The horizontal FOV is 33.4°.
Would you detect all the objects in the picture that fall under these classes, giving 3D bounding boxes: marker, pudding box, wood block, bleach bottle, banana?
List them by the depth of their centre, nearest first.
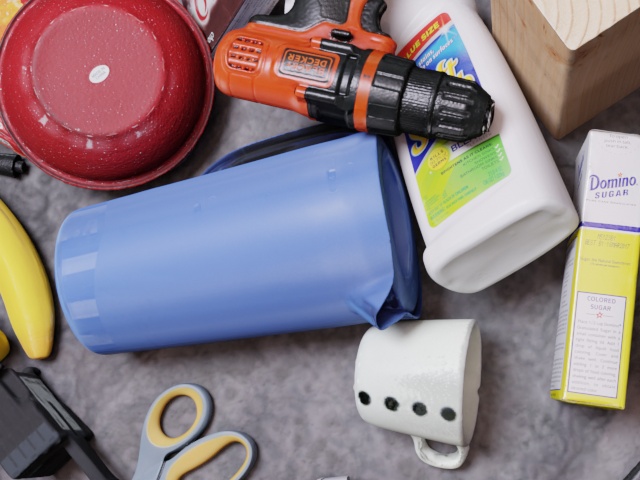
[{"bbox_3d":[0.168,-0.147,0.686,0.091,0.206,0.090,-32,77,4],"label":"wood block"},{"bbox_3d":[0.086,-0.094,0.740,0.103,0.068,0.251,-34,54,23],"label":"bleach bottle"},{"bbox_3d":[-0.069,-0.197,0.786,0.039,0.114,0.090,-13,76,-25],"label":"pudding box"},{"bbox_3d":[-0.260,0.004,0.830,0.198,0.037,0.070,43,108,15],"label":"banana"},{"bbox_3d":[-0.292,-0.067,0.852,0.121,0.020,0.020,9,83,11],"label":"marker"}]

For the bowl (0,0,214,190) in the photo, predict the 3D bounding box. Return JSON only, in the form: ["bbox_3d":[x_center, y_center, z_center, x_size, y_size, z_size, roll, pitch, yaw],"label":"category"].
[{"bbox_3d":[-0.156,-0.117,0.761,0.162,0.055,0.162,0,90,-6],"label":"bowl"}]

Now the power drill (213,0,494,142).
[{"bbox_3d":[0.038,-0.161,0.690,0.184,0.057,0.187,14,78,13],"label":"power drill"}]

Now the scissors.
[{"bbox_3d":[-0.145,0.175,0.791,0.202,0.016,0.096,-23,77,6],"label":"scissors"}]

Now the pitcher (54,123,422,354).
[{"bbox_3d":[-0.055,0.001,0.753,0.243,0.149,0.145,-11,94,12],"label":"pitcher"}]
